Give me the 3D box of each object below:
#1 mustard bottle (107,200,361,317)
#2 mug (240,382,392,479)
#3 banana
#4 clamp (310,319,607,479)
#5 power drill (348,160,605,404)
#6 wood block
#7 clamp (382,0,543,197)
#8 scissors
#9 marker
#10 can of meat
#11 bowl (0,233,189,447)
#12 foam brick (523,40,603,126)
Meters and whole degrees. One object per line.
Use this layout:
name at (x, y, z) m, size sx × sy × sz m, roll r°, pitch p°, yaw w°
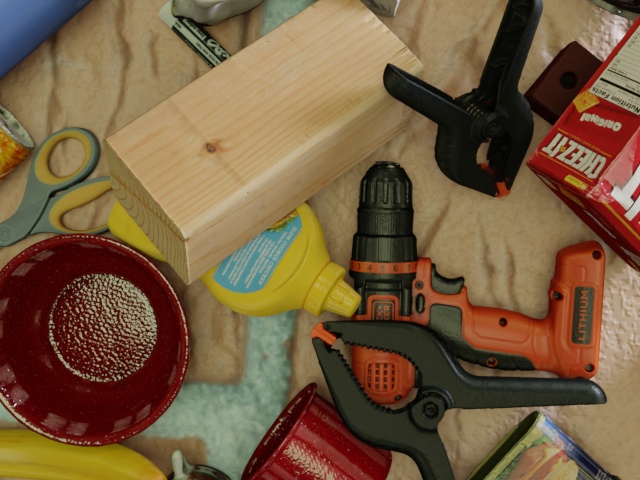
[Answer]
mustard bottle at (-0.055, 0.001, 0.793) m, size 0.192 × 0.058 × 0.096 m, roll 30°, pitch 79°, yaw 11°
mug at (-0.008, 0.177, 0.800) m, size 0.081 × 0.093 × 0.117 m, roll 37°, pitch 95°, yaw -4°
banana at (-0.205, 0.171, 0.815) m, size 0.198 × 0.069 × 0.037 m, roll 3°, pitch 105°, yaw 8°
clamp at (0.077, 0.131, 0.763) m, size 0.210 × 0.036 × 0.164 m, roll 28°, pitch 86°, yaw 3°
power drill at (0.115, 0.034, 0.804) m, size 0.187 × 0.057 × 0.184 m, roll 2°, pitch 96°, yaw 6°
wood block at (-0.038, -0.075, 0.745) m, size 0.206 × 0.090 × 0.091 m, roll -36°, pitch 73°, yaw -18°
clamp at (0.103, -0.088, 0.750) m, size 0.120 × 0.039 × 0.171 m, roll -21°, pitch 136°, yaw -9°
scissors at (-0.244, -0.026, 0.838) m, size 0.202 × 0.016 × 0.096 m, roll -15°, pitch 90°, yaw 3°
marker at (-0.076, -0.138, 0.823) m, size 0.121 × 0.020 × 0.020 m, roll 45°, pitch 93°, yaw 0°
can of meat at (0.164, 0.191, 0.808) m, size 0.084 × 0.057 × 0.102 m, roll 42°, pitch 93°, yaw 3°
bowl at (-0.174, 0.072, 0.815) m, size 0.162 × 0.055 × 0.162 m, roll 1°, pitch 97°, yaw 5°
foam brick at (0.198, -0.103, 0.795) m, size 0.078 × 0.051 × 0.053 m, roll 37°, pitch 93°, yaw 1°
